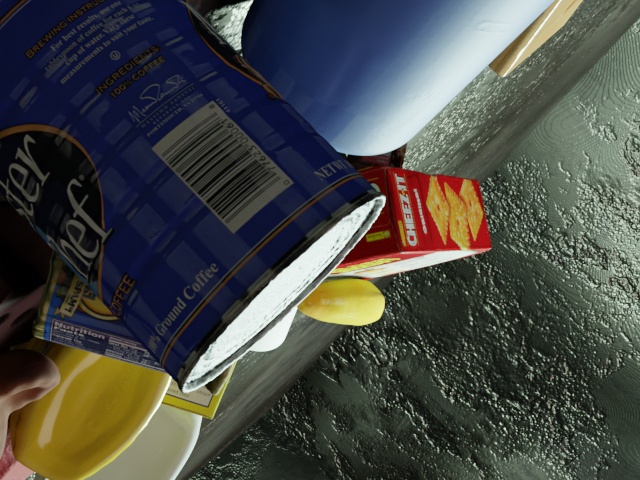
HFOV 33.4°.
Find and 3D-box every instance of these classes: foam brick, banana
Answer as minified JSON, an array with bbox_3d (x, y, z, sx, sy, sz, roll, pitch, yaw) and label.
[{"bbox_3d":[-0.154,0.018,0.496,0.053,0.051,0.078,-46,172,13],"label":"foam brick"},{"bbox_3d":[0.019,0.054,0.885,0.069,0.037,0.198,-10,174,1],"label":"banana"}]

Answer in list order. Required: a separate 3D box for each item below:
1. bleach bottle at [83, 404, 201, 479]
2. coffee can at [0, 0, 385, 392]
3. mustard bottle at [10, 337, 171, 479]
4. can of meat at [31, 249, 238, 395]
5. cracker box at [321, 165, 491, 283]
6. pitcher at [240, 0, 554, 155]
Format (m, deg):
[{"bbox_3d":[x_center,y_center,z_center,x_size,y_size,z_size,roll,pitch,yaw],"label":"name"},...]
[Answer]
[{"bbox_3d":[-0.118,0.088,0.784,0.103,0.068,0.251,-54,-168,19],"label":"bleach bottle"},{"bbox_3d":[-0.061,-0.029,0.396,0.102,0.140,0.103,-43,172,-8],"label":"coffee can"},{"bbox_3d":[-0.133,0.054,0.587,0.096,0.058,0.192,-55,-158,0],"label":"mustard bottle"},{"bbox_3d":[-0.071,0.006,0.469,0.057,0.084,0.102,123,-18,-62],"label":"can of meat"},{"bbox_3d":[0.025,-0.007,0.852,0.164,0.072,0.213,-13,174,25],"label":"cracker box"},{"bbox_3d":[0.049,-0.145,0.466,0.243,0.149,0.144,-48,-169,47],"label":"pitcher"}]
